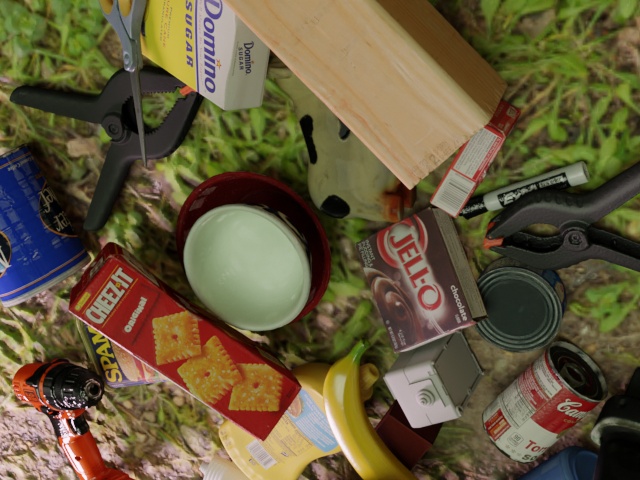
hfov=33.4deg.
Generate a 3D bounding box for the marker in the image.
[{"bbox_3d":[0.176,-0.043,0.939,0.121,0.020,0.020,-18,104,28],"label":"marker"}]

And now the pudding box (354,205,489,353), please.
[{"bbox_3d":[0.092,0.035,0.974,0.090,0.039,0.113,-27,79,36],"label":"pudding box"}]

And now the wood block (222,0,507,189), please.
[{"bbox_3d":[0.037,-0.153,0.826,0.206,0.090,0.090,45,122,-6],"label":"wood block"}]

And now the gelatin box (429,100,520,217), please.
[{"bbox_3d":[0.134,-0.072,0.913,0.030,0.073,0.089,32,120,6],"label":"gelatin box"}]

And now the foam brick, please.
[{"bbox_3d":[0.078,0.201,1.069,0.053,0.051,0.078,36,121,5],"label":"foam brick"}]

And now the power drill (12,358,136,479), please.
[{"bbox_3d":[-0.257,0.217,1.181,0.185,0.057,0.187,-4,113,55],"label":"power drill"}]

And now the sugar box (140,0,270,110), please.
[{"bbox_3d":[-0.111,-0.189,0.932,0.176,0.048,0.093,38,128,43],"label":"sugar box"}]

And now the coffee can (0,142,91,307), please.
[{"bbox_3d":[-0.317,-0.016,1.107,0.103,0.102,0.140,-21,103,29],"label":"coffee can"}]

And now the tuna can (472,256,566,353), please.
[{"bbox_3d":[0.180,0.057,0.973,0.086,0.033,0.086,9,115,19],"label":"tuna can"}]

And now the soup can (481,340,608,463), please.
[{"bbox_3d":[0.205,0.150,0.983,0.068,0.068,0.102,40,121,2],"label":"soup can"}]

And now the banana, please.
[{"bbox_3d":[0.050,0.190,1.021,0.070,0.037,0.198,-16,106,31],"label":"banana"}]

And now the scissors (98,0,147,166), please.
[{"bbox_3d":[-0.179,-0.175,0.973,0.096,0.016,0.202,25,118,52],"label":"scissors"}]

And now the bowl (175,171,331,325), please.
[{"bbox_3d":[-0.057,0.001,1.034,0.162,0.055,0.162,9,115,19],"label":"bowl"}]

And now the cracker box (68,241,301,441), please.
[{"bbox_3d":[-0.132,0.091,1.019,0.213,0.164,0.072,37,85,-12],"label":"cracker box"}]

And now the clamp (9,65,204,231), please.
[{"bbox_3d":[-0.204,-0.120,1.053,0.210,0.036,0.164,-31,99,28],"label":"clamp"}]

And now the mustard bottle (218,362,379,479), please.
[{"bbox_3d":[-0.012,0.179,1.093,0.192,0.058,0.096,-39,93,31],"label":"mustard bottle"}]

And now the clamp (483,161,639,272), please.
[{"bbox_3d":[0.224,-0.020,0.909,0.172,0.039,0.120,1,120,16],"label":"clamp"}]

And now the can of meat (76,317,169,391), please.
[{"bbox_3d":[-0.200,0.106,1.140,0.084,0.057,0.102,-10,108,24],"label":"can of meat"}]
